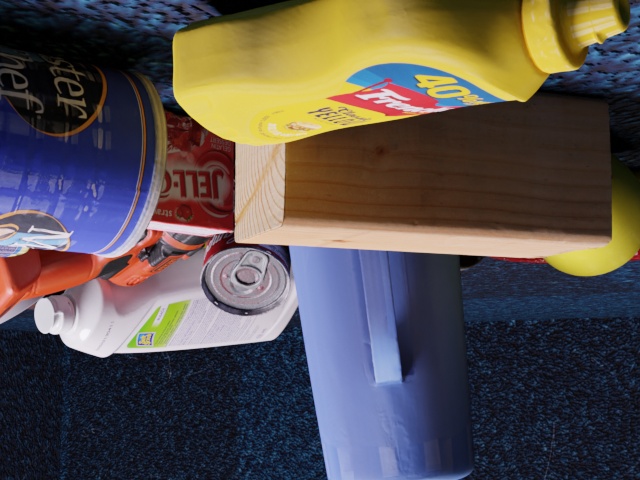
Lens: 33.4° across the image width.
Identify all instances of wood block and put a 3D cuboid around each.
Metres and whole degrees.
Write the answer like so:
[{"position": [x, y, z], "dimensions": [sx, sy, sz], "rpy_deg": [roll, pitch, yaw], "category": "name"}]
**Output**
[{"position": [0.061, -0.041, 0.636], "dimensions": [0.205, 0.090, 0.091], "rpy_deg": [3, 173, -21], "category": "wood block"}]

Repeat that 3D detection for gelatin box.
[{"position": [-0.095, -0.043, 0.677], "dimensions": [0.089, 0.073, 0.030], "rpy_deg": [8, 168, -44], "category": "gelatin box"}]

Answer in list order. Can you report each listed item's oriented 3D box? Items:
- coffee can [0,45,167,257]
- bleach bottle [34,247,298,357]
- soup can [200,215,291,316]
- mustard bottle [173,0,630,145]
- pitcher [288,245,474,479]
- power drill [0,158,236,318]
[{"position": [-0.164, -0.048, 0.541], "dimensions": [0.140, 0.103, 0.103], "rpy_deg": [7, 170, -38], "category": "coffee can"}, {"position": [-0.127, 0.049, 0.925], "dimensions": [0.250, 0.103, 0.068], "rpy_deg": [-2, -142, -46], "category": "bleach bottle"}, {"position": [-0.055, 0.001, 0.839], "dimensions": [0.068, 0.102, 0.068], "rpy_deg": [1, 128, 1], "category": "soup can"}, {"position": [0.036, -0.081, 0.457], "dimensions": [0.192, 0.058, 0.096], "rpy_deg": [-6, 170, 34], "category": "mustard bottle"}, {"position": [0.045, 0.056, 0.778], "dimensions": [0.148, 0.243, 0.145], "rpy_deg": [0, 170, -43], "category": "pitcher"}, {"position": [-0.156, 0.002, 0.751], "dimensions": [0.187, 0.057, 0.185], "rpy_deg": [-16, 168, -43], "category": "power drill"}]
